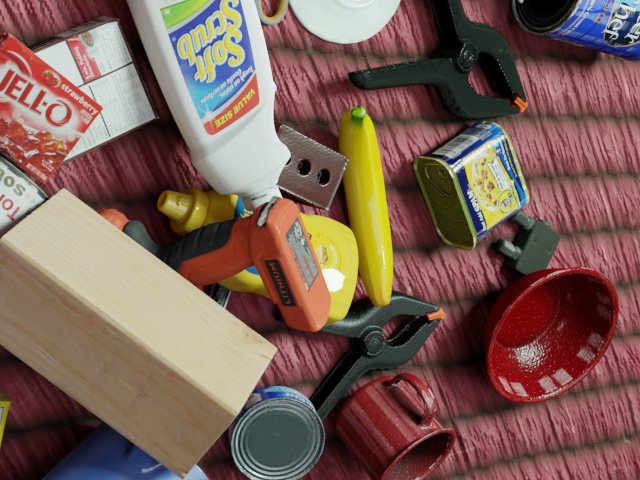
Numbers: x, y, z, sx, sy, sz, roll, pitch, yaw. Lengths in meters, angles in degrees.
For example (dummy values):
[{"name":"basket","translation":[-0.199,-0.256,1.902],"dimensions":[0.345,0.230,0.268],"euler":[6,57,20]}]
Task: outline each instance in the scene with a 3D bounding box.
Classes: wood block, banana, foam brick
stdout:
[{"name":"wood block","translation":[-0.150,0.069,0.802],"dimensions":[0.206,0.090,0.090],"euler":[37,121,-2]},{"name":"banana","translation":[0.040,-0.038,0.977],"dimensions":[0.037,0.069,0.198],"euler":[-5,115,11]},{"name":"foam brick","translation":[-0.026,-0.066,0.937],"dimensions":[0.078,0.051,0.053],"euler":[23,87,-32]}]

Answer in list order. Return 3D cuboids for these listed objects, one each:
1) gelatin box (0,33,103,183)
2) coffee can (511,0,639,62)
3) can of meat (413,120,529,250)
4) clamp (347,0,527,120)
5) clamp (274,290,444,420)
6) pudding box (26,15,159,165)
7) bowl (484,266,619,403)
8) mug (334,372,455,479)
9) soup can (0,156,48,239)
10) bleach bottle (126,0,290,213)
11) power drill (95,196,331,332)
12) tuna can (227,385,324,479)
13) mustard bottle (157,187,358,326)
[{"name":"gelatin box","translation":[-0.218,-0.097,0.785],"dimensions":[0.089,0.030,0.073],"euler":[40,82,-29]},{"name":"coffee can","translation":[0.275,-0.239,1.053],"dimensions":[0.140,0.103,0.103],"euler":[7,96,-31]},{"name":"can of meat","translation":[0.149,-0.056,1.042],"dimensions":[0.083,0.058,0.102],"euler":[-34,116,-24]},{"name":"clamp","translation":[0.119,-0.168,1.006],"dimensions":[0.209,0.036,0.164],"euler":[39,76,-35]},{"name":"clamp","translation":[0.036,0.087,1.014],"dimensions":[0.171,0.039,0.120],"euler":[-30,119,-20]},{"name":"pudding box","translation":[-0.195,-0.114,0.835],"dimensions":[0.113,0.039,0.090],"euler":[-28,113,-20]},{"name":"bowl","translation":[0.227,0.088,1.104],"dimensions":[0.161,0.055,0.162],"euler":[-13,122,-22]},{"name":"mug","translation":[0.071,0.173,1.003],"dimensions":[0.093,0.082,0.117],"euler":[-13,138,-38]},{"name":"soup can","translation":[-0.261,-0.012,0.799],"dimensions":[0.068,0.069,0.102],"euler":[44,76,-30]},{"name":"bleach bottle","translation":[-0.080,-0.141,0.847],"dimensions":[0.102,0.068,0.251],"euler":[-23,97,-15]},{"name":"power drill","translation":[-0.091,0.049,0.858],"dimensions":[0.057,0.188,0.184],"euler":[-65,139,-59]},{"name":"tuna can","translation":[-0.041,0.176,0.973],"dimensions":[0.086,0.034,0.086],"euler":[-3,106,-11]},{"name":"mustard bottle","translation":[-0.056,0.001,0.922],"dimensions":[0.191,0.058,0.096],"euler":[25,59,-31]}]
